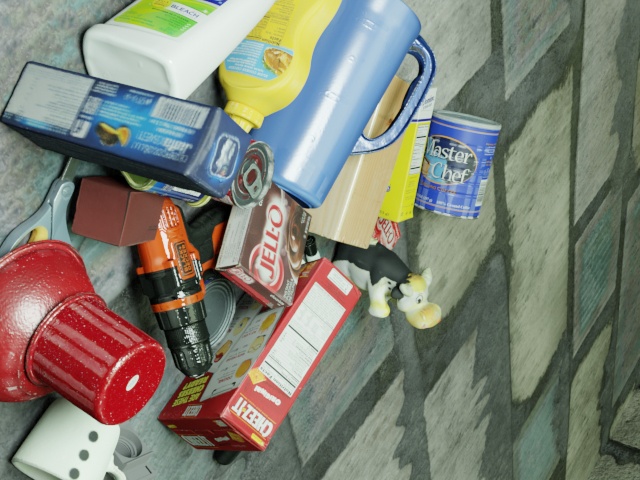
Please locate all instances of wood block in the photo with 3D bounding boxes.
[{"bbox_3d":[0.034,-0.104,1.295,0.090,0.090,0.206,16,93,-60],"label":"wood block"}]

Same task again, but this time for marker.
[{"bbox_3d":[-0.005,0.036,1.382,0.020,0.020,0.121,-53,147,-29],"label":"marker"}]

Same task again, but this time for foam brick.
[{"bbox_3d":[-0.185,-0.028,0.981,0.078,0.051,0.053,-15,120,-74],"label":"foam brick"}]

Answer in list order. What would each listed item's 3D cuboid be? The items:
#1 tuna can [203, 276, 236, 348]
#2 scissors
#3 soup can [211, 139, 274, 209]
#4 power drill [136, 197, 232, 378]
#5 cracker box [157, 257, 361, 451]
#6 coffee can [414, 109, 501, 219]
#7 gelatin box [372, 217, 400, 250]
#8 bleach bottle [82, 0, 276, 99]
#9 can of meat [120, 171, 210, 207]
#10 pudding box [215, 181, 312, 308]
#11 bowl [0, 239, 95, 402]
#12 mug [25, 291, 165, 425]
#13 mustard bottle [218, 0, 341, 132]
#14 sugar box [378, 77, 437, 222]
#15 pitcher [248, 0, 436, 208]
[{"bbox_3d":[-0.132,0.078,1.172,0.086,0.034,0.086,-37,136,-46],"label":"tuna can"},{"bbox_3d":[-0.227,-0.030,0.962,0.201,0.016,0.096,-61,151,-18],"label":"scissors"},{"bbox_3d":[-0.106,-0.076,1.054,0.068,0.102,0.068,-37,136,-46],"label":"soup can"},{"bbox_3d":[-0.110,0.031,1.103,0.187,0.057,0.184,-23,101,-58],"label":"power drill"},{"bbox_3d":[-0.066,0.128,1.179,0.072,0.164,0.213,42,63,-18],"label":"cracker box"},{"bbox_3d":[0.198,-0.112,1.558,0.102,0.103,0.140,-10,115,-58],"label":"coffee can"},{"bbox_3d":[0.077,-0.011,1.485,0.073,0.030,0.089,-55,148,-28],"label":"gelatin box"},{"bbox_3d":[-0.107,-0.221,0.993,0.250,0.103,0.068,-54,156,-40],"label":"bleach bottle"},{"bbox_3d":[-0.148,-0.084,0.980,0.057,0.102,0.083,-47,153,17],"label":"can of meat"},{"bbox_3d":[-0.057,0.001,1.104,0.090,0.039,0.113,41,49,-43],"label":"pudding box"},{"bbox_3d":[-0.246,0.082,0.931,0.161,0.055,0.162,-43,149,-34],"label":"bowl"},{"bbox_3d":[-0.180,0.103,0.909,0.117,0.082,0.093,6,111,-63],"label":"mug"},{"bbox_3d":[-0.052,-0.190,1.087,0.058,0.096,0.191,36,75,-61],"label":"mustard bottle"},{"bbox_3d":[0.086,-0.120,1.371,0.048,0.093,0.176,-20,122,-55],"label":"sugar box"},{"bbox_3d":[0.012,-0.157,1.175,0.243,0.149,0.144,-64,150,-6],"label":"pitcher"}]
